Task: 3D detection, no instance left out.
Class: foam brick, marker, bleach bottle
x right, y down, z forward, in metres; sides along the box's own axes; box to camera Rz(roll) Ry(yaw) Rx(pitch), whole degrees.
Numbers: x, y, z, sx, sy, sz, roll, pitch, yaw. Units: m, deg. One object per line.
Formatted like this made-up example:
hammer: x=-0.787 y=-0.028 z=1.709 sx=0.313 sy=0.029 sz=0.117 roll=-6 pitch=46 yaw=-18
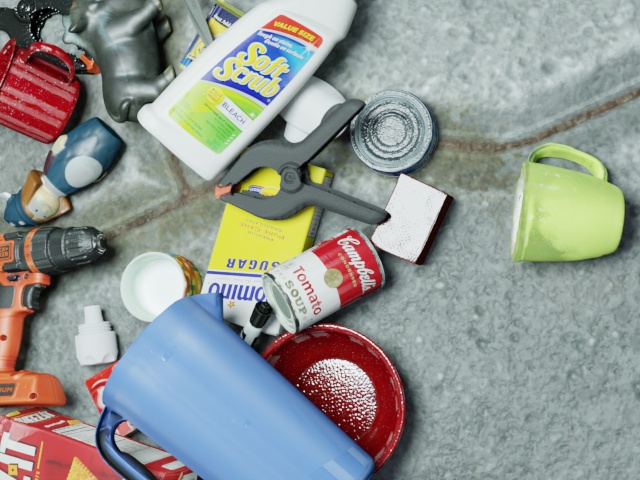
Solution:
foam brick: x=0.090 y=-0.020 z=1.050 sx=0.053 sy=0.051 sz=0.078 roll=26 pitch=93 yaw=13
marker: x=-0.075 y=0.102 z=1.067 sx=0.020 sy=0.020 sz=0.121 roll=40 pitch=131 yaw=13
bleach bottle: x=-0.058 y=-0.180 z=1.032 sx=0.102 sy=0.068 sz=0.251 roll=41 pitch=96 yaw=-13

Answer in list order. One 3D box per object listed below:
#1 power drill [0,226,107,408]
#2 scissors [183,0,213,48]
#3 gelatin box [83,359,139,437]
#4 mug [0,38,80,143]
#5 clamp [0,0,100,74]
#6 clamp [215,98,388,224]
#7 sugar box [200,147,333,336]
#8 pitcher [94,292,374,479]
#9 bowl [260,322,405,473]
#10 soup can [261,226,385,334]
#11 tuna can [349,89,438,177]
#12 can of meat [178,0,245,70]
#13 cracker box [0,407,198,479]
power drill: x=-0.302 y=0.079 z=1.116 sx=0.185 sy=0.057 sz=0.187 roll=-8 pitch=73 yaw=28
scissors: x=-0.130 y=-0.282 z=1.107 sx=0.096 sy=0.016 sz=0.202 roll=-40 pitch=59 yaw=-2
gelatin box: x=-0.194 y=0.158 z=1.121 sx=0.089 sy=0.030 sz=0.073 roll=-30 pitch=80 yaw=10
mug: x=-0.300 y=-0.161 z=1.119 sx=0.117 sy=0.081 sz=0.093 roll=-46 pitch=33 yaw=32
clamp: x=-0.327 y=-0.247 z=1.172 sx=0.164 sy=0.036 sz=0.210 roll=-43 pitch=81 yaw=7
clamp: x=-0.020 y=-0.073 z=1.034 sx=0.171 sy=0.039 sz=0.120 roll=-2 pitch=92 yaw=14
sugar box: x=-0.057 y=0.001 z=1.088 sx=0.093 sy=0.048 sz=0.176 roll=16 pitch=90 yaw=14
pitcher: x=-0.080 y=0.180 z=0.986 sx=0.243 sy=0.144 sz=0.149 roll=39 pitch=126 yaw=10
bowl: x=0.009 y=0.162 z=1.057 sx=0.162 sy=0.055 sz=0.162 roll=-1 pitch=87 yaw=14
soup can: x=0.002 y=0.038 z=1.036 sx=0.102 sy=0.068 sz=0.068 roll=-27 pitch=80 yaw=-18
tuna can: x=0.073 y=-0.108 z=1.068 sx=0.086 sy=0.033 sz=0.086 roll=-1 pitch=87 yaw=14
can of meat: x=-0.085 y=-0.189 z=1.100 sx=0.102 sy=0.057 sz=0.084 roll=34 pitch=96 yaw=13
cracker box: x=-0.239 y=0.278 z=1.080 sx=0.214 sy=0.072 sz=0.164 roll=13 pitch=94 yaw=25
